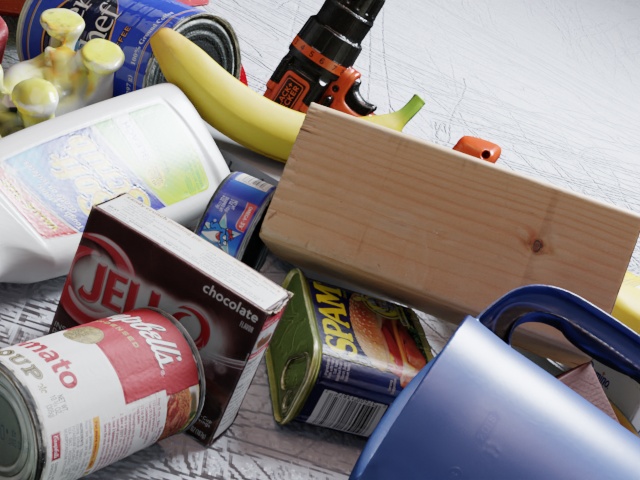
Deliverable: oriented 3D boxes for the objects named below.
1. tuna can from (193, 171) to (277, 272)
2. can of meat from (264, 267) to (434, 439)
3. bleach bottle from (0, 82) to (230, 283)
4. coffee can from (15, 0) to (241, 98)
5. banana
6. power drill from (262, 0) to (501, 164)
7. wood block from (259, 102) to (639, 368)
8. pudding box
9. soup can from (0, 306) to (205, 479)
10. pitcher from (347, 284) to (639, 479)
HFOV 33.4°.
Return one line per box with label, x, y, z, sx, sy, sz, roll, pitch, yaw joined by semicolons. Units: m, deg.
tuna can;-0.054;0.001;0.668;0.034;0.086;0.086;23;26;7
can of meat;0.017;0.071;0.632;0.083;0.057;0.102;17;27;-19
bleach bottle;-0.156;-0.018;0.635;0.250;0.068;0.102;-36;100;-54
coffee can;-0.146;-0.141;0.811;0.140;0.103;0.102;25;24;30
banana;-0.028;-0.090;0.745;0.197;0.069;0.037;13;-7;-14
power drill;0.047;-0.096;0.843;0.188;0.185;0.057;38;18;10
wood block;0.078;-0.001;0.657;0.206;0.091;0.090;20;-8;11
pudding box;-0.082;0.041;0.567;0.113;0.090;0.039;29;26;10
soup can;-0.114;0.075;0.504;0.069;0.069;0.102;38;30;26
pitcher;0.136;0.143;0.500;0.243;0.149;0.144;32;28;10
